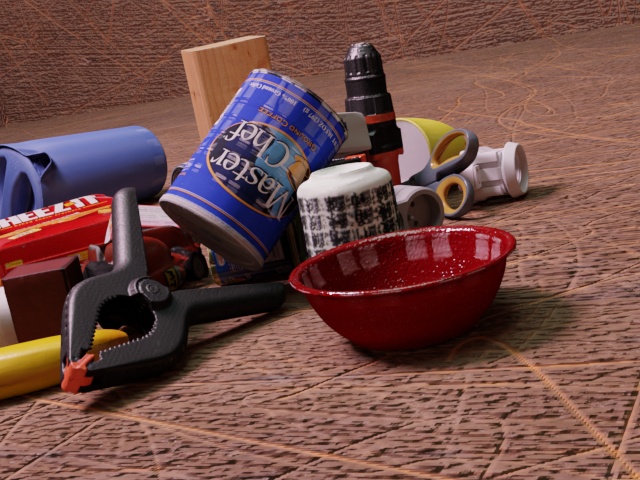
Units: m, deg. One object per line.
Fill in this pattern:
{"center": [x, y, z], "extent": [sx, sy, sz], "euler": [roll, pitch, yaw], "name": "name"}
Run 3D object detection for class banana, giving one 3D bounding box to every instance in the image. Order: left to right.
{"center": [-0.245, 0.097, 0.803], "extent": [0.198, 0.037, 0.069], "euler": [-11, 14, 3], "name": "banana"}

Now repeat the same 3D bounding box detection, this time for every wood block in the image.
{"center": [-0.096, -0.133, 1.275], "extent": [0.090, 0.206, 0.091], "euler": [-15, 14, -13], "name": "wood block"}

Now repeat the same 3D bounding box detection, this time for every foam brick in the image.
{"center": [-0.216, 0.057, 0.859], "extent": [0.051, 0.078, 0.053], "euler": [-12, 11, 1], "name": "foam brick"}

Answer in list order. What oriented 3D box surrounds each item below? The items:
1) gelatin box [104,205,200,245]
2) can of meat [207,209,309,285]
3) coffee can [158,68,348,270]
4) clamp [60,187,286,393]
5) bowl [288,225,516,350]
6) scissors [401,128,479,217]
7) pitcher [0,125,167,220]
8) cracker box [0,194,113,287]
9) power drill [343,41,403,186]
{"center": [-0.160, -0.001, 1.028], "extent": [0.089, 0.073, 0.030], "euler": [1, 52, -20], "name": "gelatin box"}
{"center": [-0.057, 0.001, 1.005], "extent": [0.084, 0.057, 0.102], "euler": [-11, 13, 8], "name": "can of meat"}
{"center": [-0.056, -0.060, 0.909], "extent": [0.140, 0.102, 0.103], "euler": [-57, 29, -14], "name": "coffee can"}
{"center": [-0.138, 0.040, 0.809], "extent": [0.164, 0.036, 0.209], "euler": [36, 37, 10], "name": "clamp"}
{"center": [0.062, 0.036, 0.755], "extent": [0.162, 0.055, 0.162], "euler": [-11, 13, 2], "name": "bowl"}
{"center": [0.108, -0.045, 1.114], "extent": [0.016, 0.096, 0.202], "euler": [5, -26, -26], "name": "scissors"}
{"center": [-0.337, -0.082, 1.477], "extent": [0.149, 0.145, 0.242], "euler": [14, 23, 36], "name": "pitcher"}
{"center": [-0.276, 0.006, 1.139], "extent": [0.164, 0.072, 0.214], "euler": [-17, 13, -22], "name": "cracker box"}
{"center": [0.006, -0.115, 1.158], "extent": [0.057, 0.184, 0.188], "euler": [-16, 12, -42], "name": "power drill"}
